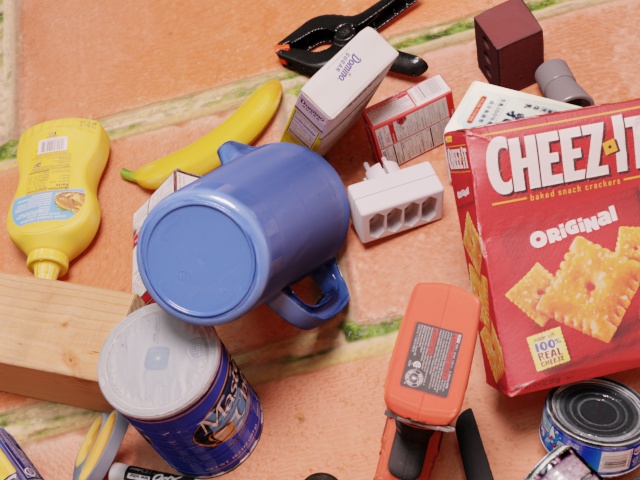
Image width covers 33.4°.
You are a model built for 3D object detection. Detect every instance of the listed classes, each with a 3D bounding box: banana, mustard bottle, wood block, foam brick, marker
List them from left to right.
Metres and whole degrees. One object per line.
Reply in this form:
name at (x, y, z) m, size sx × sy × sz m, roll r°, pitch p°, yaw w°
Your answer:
wood block at (-0.262, 0.092, 1.000) m, size 0.206 × 0.091 × 0.090 m, roll 7°, pitch 60°, yaw 19°
mustard bottle at (-0.274, -0.035, 1.103) m, size 0.096 × 0.058 × 0.191 m, roll -7°, pitch 57°, yaw 9°
marker at (-0.127, 0.213, 0.930) m, size 0.121 × 0.020 × 0.020 m, roll 6°, pitch 60°, yaw 19°
banana at (-0.116, -0.103, 1.117) m, size 0.197 × 0.037 × 0.070 m, roll -30°, pitch 57°, yaw -5°
foam brick at (0.189, -0.193, 1.069) m, size 0.051 × 0.078 × 0.053 m, roll -23°, pitch 56°, yaw -2°

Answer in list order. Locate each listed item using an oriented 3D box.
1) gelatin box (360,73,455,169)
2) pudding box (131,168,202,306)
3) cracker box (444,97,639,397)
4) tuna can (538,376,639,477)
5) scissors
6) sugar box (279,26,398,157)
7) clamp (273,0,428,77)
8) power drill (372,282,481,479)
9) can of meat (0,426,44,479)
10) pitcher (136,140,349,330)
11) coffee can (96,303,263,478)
gelatin box at (0.088, -0.115, 1.049) m, size 0.089 × 0.073 × 0.030 m, roll -26°, pitch 56°, yaw -2°
pudding box at (-0.146, 0.001, 1.030) m, size 0.090 × 0.039 × 0.113 m, roll -39°, pitch 45°, yaw 41°
cracker box at (0.202, 0.003, 0.859) m, size 0.164 × 0.072 × 0.214 m, roll -11°, pitch 95°, yaw -8°
tuna can at (0.219, 0.146, 0.851) m, size 0.086 × 0.034 × 0.086 m, roll 1°, pitch 33°, yaw -1°
scissors at (-0.221, 0.233, 0.936) m, size 0.202 × 0.016 × 0.096 m, roll -61°, pitch 19°, yaw 3°
sugar box at (0.013, -0.132, 1.021) m, size 0.048 × 0.176 × 0.093 m, roll 44°, pitch 75°, yaw 4°
clamp at (0.037, -0.207, 1.143) m, size 0.171 × 0.039 × 0.120 m, roll -18°, pitch 51°, yaw 11°
power drill at (0.087, 0.104, 0.844) m, size 0.057 × 0.187 × 0.184 m, roll 12°, pitch 65°, yaw 8°
can of meat at (-0.298, 0.226, 0.945) m, size 0.102 × 0.057 × 0.084 m, roll -41°, pitch 56°, yaw -12°
pitcher at (-0.056, 0.001, 0.909) m, size 0.149 × 0.242 × 0.145 m, roll 10°, pitch 103°, yaw 12°
coffee can at (-0.115, 0.130, 0.907) m, size 0.103 × 0.140 × 0.103 m, roll -7°, pitch 57°, yaw 10°
